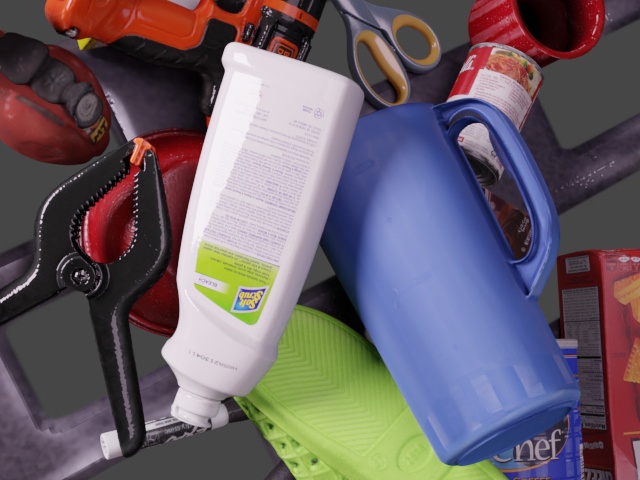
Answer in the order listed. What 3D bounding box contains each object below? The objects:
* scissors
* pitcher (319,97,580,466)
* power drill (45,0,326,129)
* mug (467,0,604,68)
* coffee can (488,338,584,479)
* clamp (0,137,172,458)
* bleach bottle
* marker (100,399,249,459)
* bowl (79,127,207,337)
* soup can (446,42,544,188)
[{"bbox_3d":[0.035,-0.205,0.885,0.096,0.016,0.202,-25,93,-25],"label":"scissors"},{"bbox_3d":[0.091,0.026,0.762,0.144,0.149,0.243,-17,67,-21],"label":"pitcher"},{"bbox_3d":[-0.084,-0.177,0.758,0.187,0.057,0.184,22,91,-30],"label":"power drill"},{"bbox_3d":[0.185,-0.196,0.909,0.093,0.082,0.117,42,68,-12],"label":"mug"},{"bbox_3d":[0.154,0.149,0.839,0.102,0.103,0.140,1,83,-22],"label":"coffee can"},{"bbox_3d":[-0.171,0.026,0.724,0.164,0.036,0.210,17,89,-3],"label":"clamp"},{"bbox_3d":[-0.055,0.001,0.725,0.103,0.068,0.251,19,90,13],"label":"bleach bottle"},{"bbox_3d":[-0.100,0.135,0.782,0.121,0.020,0.020,-12,88,-24],"label":"marker"},{"bbox_3d":[-0.093,-0.009,0.785,0.161,0.055,0.162,3,82,-23],"label":"bowl"},{"bbox_3d":[0.135,-0.102,0.884,0.068,0.069,0.102,31,73,-16],"label":"soup can"}]
